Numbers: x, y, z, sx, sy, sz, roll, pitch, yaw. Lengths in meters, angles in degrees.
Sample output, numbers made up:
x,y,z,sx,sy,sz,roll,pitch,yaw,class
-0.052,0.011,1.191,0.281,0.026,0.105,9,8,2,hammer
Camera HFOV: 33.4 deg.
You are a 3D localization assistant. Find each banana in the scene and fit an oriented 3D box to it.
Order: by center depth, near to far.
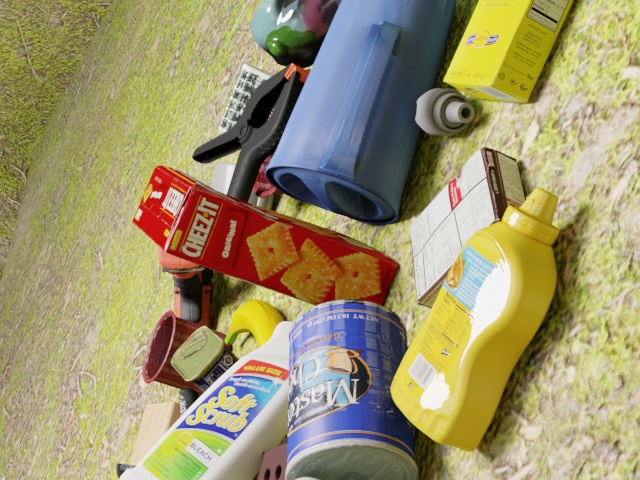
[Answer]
x,y,z,sx,sy,sz,roll,pitch,yaw,class
-0.063,0.105,1.181,0.198,0.037,0.069,-154,69,-69,banana

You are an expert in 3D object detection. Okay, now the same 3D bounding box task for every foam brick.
x,y,z,sx,sy,sz,roll,pitch,yaw,class
-0.017,0.214,0.954,0.078,0.051,0.053,-34,41,54,foam brick

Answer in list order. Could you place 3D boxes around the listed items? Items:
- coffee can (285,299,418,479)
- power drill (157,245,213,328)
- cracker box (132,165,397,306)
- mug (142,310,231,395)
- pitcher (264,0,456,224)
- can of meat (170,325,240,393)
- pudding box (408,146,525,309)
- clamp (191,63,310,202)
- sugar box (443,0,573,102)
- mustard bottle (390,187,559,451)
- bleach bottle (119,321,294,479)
x,y,z,sx,sy,sz,roll,pitch,yaw,class
0.024,0.134,0.867,0.103,0.102,0.140,-49,29,39,coffee can
-0.167,0.018,1.363,0.188,0.057,0.184,88,177,-60,power drill
-0.057,0.001,1.020,0.072,0.213,0.164,-68,22,2,cracker box
-0.167,0.141,1.317,0.117,0.081,0.093,4,74,67,mug
0.048,-0.148,1.029,0.149,0.144,0.243,6,72,46,pitcher
-0.106,0.147,1.158,0.057,0.084,0.102,-48,20,-9,can of meat
0.118,-0.007,0.864,0.114,0.039,0.090,-52,28,38,pudding box
-0.083,-0.124,1.254,0.210,0.036,0.165,-56,37,19,clamp
0.173,-0.206,0.905,0.176,0.048,0.093,-69,22,3,sugar box
0.121,0.050,0.778,0.192,0.058,0.096,-65,24,10,mustard bottle
-0.075,0.163,1.030,0.103,0.068,0.250,25,69,40,bleach bottle
